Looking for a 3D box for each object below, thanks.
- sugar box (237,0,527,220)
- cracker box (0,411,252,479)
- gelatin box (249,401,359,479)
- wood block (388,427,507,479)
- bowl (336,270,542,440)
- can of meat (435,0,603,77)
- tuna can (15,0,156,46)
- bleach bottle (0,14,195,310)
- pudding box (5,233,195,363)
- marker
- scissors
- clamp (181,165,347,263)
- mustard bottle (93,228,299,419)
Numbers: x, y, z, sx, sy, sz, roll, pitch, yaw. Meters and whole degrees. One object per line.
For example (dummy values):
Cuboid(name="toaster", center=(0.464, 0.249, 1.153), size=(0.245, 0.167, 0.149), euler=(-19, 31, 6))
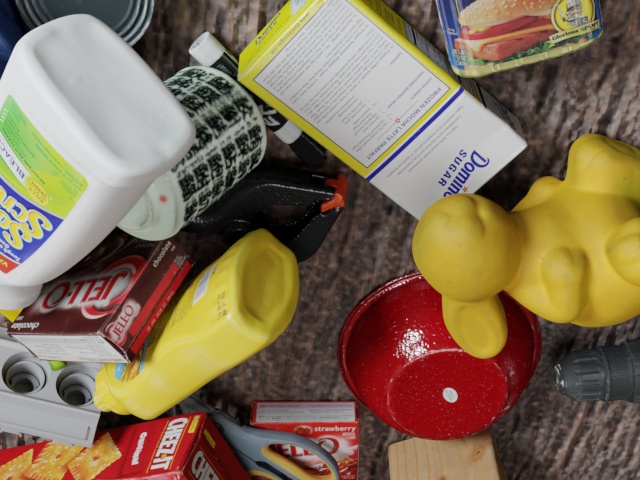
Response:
Cuboid(name="sugar box", center=(0.042, -0.092, 0.702), size=(0.176, 0.048, 0.093), euler=(36, 116, -25))
Cuboid(name="cracker box", center=(-0.155, 0.233, 0.871), size=(0.214, 0.072, 0.164), euler=(-13, 123, 25))
Cuboid(name="gelatin box", center=(-0.013, 0.169, 0.879), size=(0.089, 0.030, 0.073), euler=(-1, 123, 0))
Cuboid(name="wood block", center=(0.111, 0.250, 0.828), size=(0.090, 0.206, 0.091), euler=(-16, 122, 10))
Cuboid(name="bowl", center=(0.094, 0.102, 0.822), size=(0.162, 0.055, 0.162), euler=(0, 123, -1))
Cuboid(name="can of meat", center=(0.119, -0.156, 0.655), size=(0.102, 0.057, 0.084), euler=(-13, 124, 8))
Cuboid(name="tuna can", center=(-0.144, -0.159, 0.664), size=(0.086, 0.033, 0.086), euler=(0, 123, 0))
Cuboid(name="bleach bottle", center=(-0.166, -0.019, 0.635), size=(0.102, 0.068, 0.251), euler=(49, 139, 4))
Cuboid(name="pudding box", center=(-0.152, 0.039, 0.735), size=(0.114, 0.090, 0.039), euler=(-7, 132, 43))
Cuboid(name="marker", center=(-0.039, -0.092, 0.717), size=(0.020, 0.020, 0.121), euler=(-37, 116, 21))
Cuboid(name="scissors", center=(-0.082, 0.160, 0.852), size=(0.201, 0.016, 0.096), euler=(25, 123, -8))
Cuboid(name="clamp", center=(-0.055, 0.001, 0.763), size=(0.172, 0.039, 0.120), euler=(-11, 130, 19))
Cuboid(name="mustard bottle", center=(-0.098, 0.073, 0.742), size=(0.058, 0.096, 0.192), euler=(40, 126, -21))
